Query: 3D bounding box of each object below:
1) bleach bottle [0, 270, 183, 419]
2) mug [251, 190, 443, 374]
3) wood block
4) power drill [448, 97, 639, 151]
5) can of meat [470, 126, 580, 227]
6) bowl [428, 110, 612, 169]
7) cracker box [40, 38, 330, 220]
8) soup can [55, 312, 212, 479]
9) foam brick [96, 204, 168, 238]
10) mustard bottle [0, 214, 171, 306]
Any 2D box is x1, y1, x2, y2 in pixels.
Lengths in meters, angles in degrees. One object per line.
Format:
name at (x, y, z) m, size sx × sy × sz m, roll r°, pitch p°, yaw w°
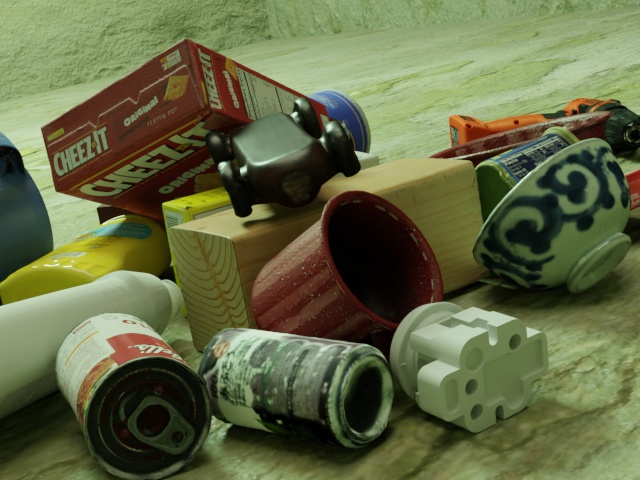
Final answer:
bleach bottle at (-0.183, 0.072, 0.681) m, size 0.103 × 0.068 × 0.250 m, roll -37°, pitch -10°, yaw 34°
mug at (0.015, 0.040, 0.632) m, size 0.093 × 0.117 × 0.082 m, roll 11°, pitch -36°, yaw -39°
wood block at (0.011, 0.009, 0.756) m, size 0.205 × 0.091 × 0.090 m, roll -18°, pitch 15°, yaw -32°
power drill at (0.241, -0.114, 1.152) m, size 0.187 × 0.057 × 0.184 m, roll -7°, pitch 11°, yaw -3°
can of meat at (0.148, -0.028, 0.807) m, size 0.083 × 0.102 × 0.057 m, roll -23°, pitch 62°, yaw -34°
bowl at (0.176, -0.065, 0.919) m, size 0.162 × 0.055 × 0.162 m, roll -15°, pitch 7°, yaw 2°
cracker box at (-0.106, -0.081, 0.934) m, size 0.164 × 0.072 × 0.213 m, roll -26°, pitch -20°, yaw 26°
soup can at (-0.108, 0.084, 0.597) m, size 0.068 × 0.068 × 0.102 m, roll -15°, pitch 16°, yaw -20°
foam brick at (-0.171, -0.018, 1.049) m, size 0.078 × 0.051 × 0.053 m, roll -3°, pitch 17°, yaw 23°
mustard bottle at (-0.180, 0.019, 0.901) m, size 0.096 × 0.058 × 0.191 m, roll -7°, pitch 15°, yaw 19°
